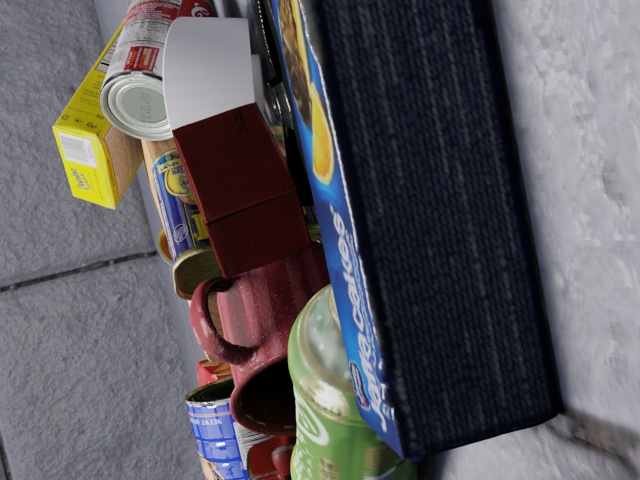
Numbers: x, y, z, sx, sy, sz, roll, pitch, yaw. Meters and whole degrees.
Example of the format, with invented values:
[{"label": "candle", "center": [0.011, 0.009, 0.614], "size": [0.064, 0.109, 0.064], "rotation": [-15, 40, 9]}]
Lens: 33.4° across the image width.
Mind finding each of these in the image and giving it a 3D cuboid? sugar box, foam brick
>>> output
[{"label": "sugar box", "center": [-0.154, -0.123, 0.880], "size": [0.093, 0.048, 0.176], "rotation": [93, -164, -56]}, {"label": "foam brick", "center": [-0.044, -0.028, 0.590], "size": [0.051, 0.053, 0.078], "rotation": [77, 172, -49]}]

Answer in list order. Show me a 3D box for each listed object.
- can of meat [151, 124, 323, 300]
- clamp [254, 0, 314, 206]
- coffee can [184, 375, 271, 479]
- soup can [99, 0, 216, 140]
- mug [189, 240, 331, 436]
[{"label": "can of meat", "center": [-0.050, -0.019, 0.667], "size": [0.057, 0.102, 0.084], "rotation": [95, 160, -58]}, {"label": "clamp", "center": [-0.008, -0.072, 0.564], "size": [0.120, 0.039, 0.171], "rotation": [-145, 41, -68]}, {"label": "coffee can", "center": [-0.050, 0.188, 0.906], "size": [0.103, 0.102, 0.140], "rotation": [-173, 69, -78]}, {"label": "soup can", "center": [-0.118, -0.132, 0.783], "size": [0.068, 0.068, 0.102], "rotation": [90, -174, -51]}, {"label": "mug", "center": [-0.023, 0.052, 0.609], "size": [0.093, 0.117, 0.081], "rotation": [-49, 42, 34]}]
